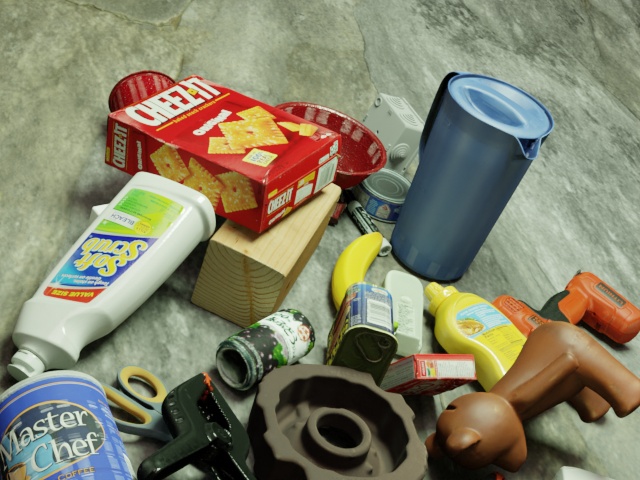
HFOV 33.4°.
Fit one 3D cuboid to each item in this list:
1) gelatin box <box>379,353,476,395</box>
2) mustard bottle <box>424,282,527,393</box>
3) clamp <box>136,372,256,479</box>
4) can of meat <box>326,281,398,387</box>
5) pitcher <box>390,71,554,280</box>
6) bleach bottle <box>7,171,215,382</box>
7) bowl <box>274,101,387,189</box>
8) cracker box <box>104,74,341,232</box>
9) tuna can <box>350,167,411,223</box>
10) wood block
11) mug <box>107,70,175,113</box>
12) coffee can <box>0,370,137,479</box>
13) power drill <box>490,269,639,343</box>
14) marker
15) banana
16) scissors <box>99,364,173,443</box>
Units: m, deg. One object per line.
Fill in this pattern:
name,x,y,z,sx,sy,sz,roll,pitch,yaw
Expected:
gelatin box,0.108,0.142,1.117,0.073,0.089,0.030,4,70,-26
mustard bottle,0.187,0.116,1.220,0.096,0.058,0.192,-15,50,-41
clamp,-0.090,0.190,0.941,0.164,0.036,0.210,39,12,-19
can of meat,0.041,0.106,1.117,0.057,0.102,0.084,17,33,-8
pitcher,0.172,-0.079,1.315,0.145,0.243,0.149,26,34,5
bleach bottle,-0.210,0.042,1.047,0.103,0.068,0.250,22,53,18
bowl,0.001,-0.111,1.358,0.162,0.055,0.162,16,33,-11
cracker box,-0.107,-0.105,1.197,0.214,0.072,0.163,25,35,22
tuna can,0.085,-0.063,1.430,0.086,0.034,0.086,15,35,-11
wood block,-0.057,0.002,1.212,0.090,0.091,0.205,25,34,4
mug,-0.206,-0.147,1.345,0.117,0.093,0.081,37,23,-45
coffee can,-0.204,0.190,0.860,0.102,0.103,0.140,-2,41,-31
power drill,0.316,0.115,1.296,0.187,0.057,0.185,-19,52,-45
marker,0.056,-0.026,1.376,0.020,0.020,0.121,-2,41,-32
banana,0.046,0.049,1.250,0.069,0.037,0.198,9,33,-9
scissors,-0.126,0.176,1.001,0.201,0.016,0.096,26,29,-4
